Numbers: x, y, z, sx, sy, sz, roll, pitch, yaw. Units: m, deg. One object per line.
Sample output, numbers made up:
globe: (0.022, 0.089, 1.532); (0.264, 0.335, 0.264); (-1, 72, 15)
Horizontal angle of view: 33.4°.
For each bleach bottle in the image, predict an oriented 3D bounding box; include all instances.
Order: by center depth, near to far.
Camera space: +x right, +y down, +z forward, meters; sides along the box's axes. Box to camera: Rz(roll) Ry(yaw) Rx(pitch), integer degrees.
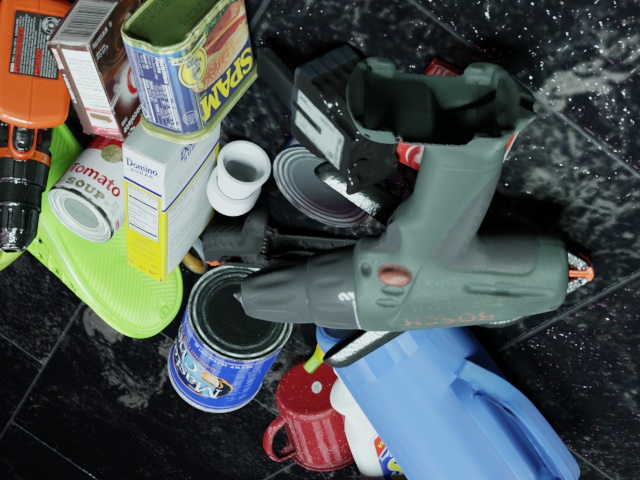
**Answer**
bleach bottle: (0.069, 0.202, 1.064); (0.250, 0.102, 0.068); (59, 176, -36)

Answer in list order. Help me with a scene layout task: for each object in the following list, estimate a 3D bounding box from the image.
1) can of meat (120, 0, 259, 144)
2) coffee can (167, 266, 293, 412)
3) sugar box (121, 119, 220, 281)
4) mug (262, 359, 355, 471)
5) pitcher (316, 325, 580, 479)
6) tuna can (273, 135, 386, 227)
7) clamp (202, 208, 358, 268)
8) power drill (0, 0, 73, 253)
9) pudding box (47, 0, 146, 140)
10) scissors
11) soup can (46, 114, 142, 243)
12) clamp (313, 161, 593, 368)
can of meat: (-0.090, -0.134, 0.751); (0.057, 0.102, 0.084); (19, 143, 22)
coffee can: (-0.092, 0.099, 1.062); (0.103, 0.102, 0.140); (31, 148, 2)
sugar box: (-0.125, -0.050, 0.900); (0.048, 0.093, 0.176); (25, 146, 11)
mug: (-0.009, 0.182, 1.096); (0.093, 0.117, 0.081); (44, 157, 45)
pitcher: (0.108, 0.138, 0.924); (0.149, 0.145, 0.242); (-30, 116, 13)
tuna can: (0.008, -0.052, 0.837); (0.086, 0.033, 0.086); (22, 146, 16)
clamp: (-0.056, 0.001, 0.930); (0.172, 0.039, 0.120); (-5, 155, 43)
power drill: (-0.232, -0.095, 0.837); (0.057, 0.184, 0.188); (4, 165, -19)
pudding box: (-0.144, -0.144, 0.771); (0.039, 0.113, 0.090); (12, 143, 20)
scissors: (-0.183, -0.038, 1.037); (0.096, 0.016, 0.201); (-11, 128, 48)
soup can: (-0.182, -0.056, 0.931); (0.068, 0.102, 0.068); (23, 147, 16)
clamp: (0.094, 0.029, 0.798); (0.210, 0.036, 0.165); (6, 111, 5)
